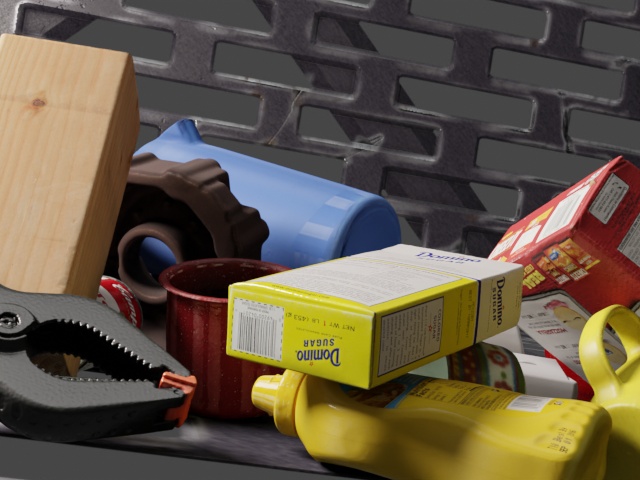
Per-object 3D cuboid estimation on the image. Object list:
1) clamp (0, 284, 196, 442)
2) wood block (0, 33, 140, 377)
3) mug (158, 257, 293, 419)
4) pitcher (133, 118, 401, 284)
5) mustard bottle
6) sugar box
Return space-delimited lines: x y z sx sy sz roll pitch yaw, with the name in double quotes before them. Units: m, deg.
"clamp" -0.167 0.047 0.557 0.210 0.036 0.164 14 35 -9
"wood block" -0.182 -0.020 0.682 0.091 0.206 0.090 9 -30 -1
"mug" -0.050 0.061 0.694 0.093 0.081 0.117 15 19 39
"pitcher" -0.056 0.001 0.937 0.243 0.145 0.149 16 -31 34
"mustard bottle" 0.050 0.099 0.567 0.192 0.058 0.096 9 9 25
"sugar box" 0.037 0.038 0.603 0.093 0.048 0.175 10 10 34
